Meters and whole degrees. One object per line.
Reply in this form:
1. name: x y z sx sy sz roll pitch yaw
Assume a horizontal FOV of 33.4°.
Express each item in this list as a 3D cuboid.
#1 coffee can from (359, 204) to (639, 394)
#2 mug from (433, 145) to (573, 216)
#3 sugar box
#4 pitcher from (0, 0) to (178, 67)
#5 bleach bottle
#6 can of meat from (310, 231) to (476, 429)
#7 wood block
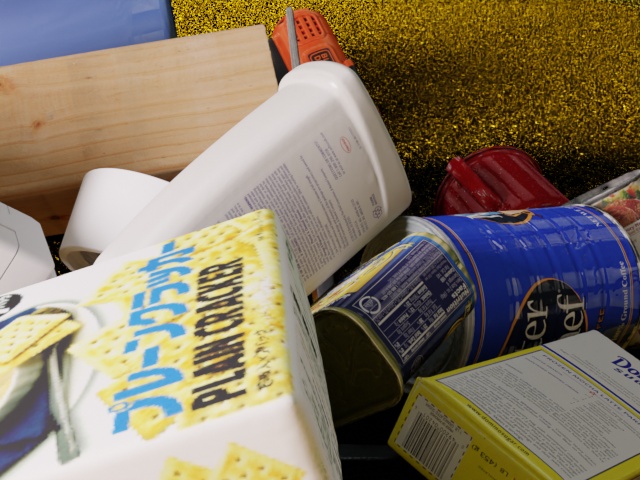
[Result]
1. coffee can: 0.107 0.033 0.640 0.140 0.103 0.103 -5 26 -32
2. mug: 0.134 -0.018 0.778 0.117 0.093 0.081 44 7 -34
3. sugar box: 0.123 0.096 0.530 0.093 0.048 0.175 38 24 33
4. pitcher: -0.248 -0.185 0.891 0.242 0.145 0.149 -14 14 -8
5. bleach bottle: -0.065 0.013 0.548 0.250 0.102 0.068 -40 24 -27
6. can of meat: 0.022 0.048 0.550 0.057 0.102 0.083 53 49 -3
7. wood block: -0.129 -0.066 0.699 0.206 0.090 0.091 -10 -16 -6
